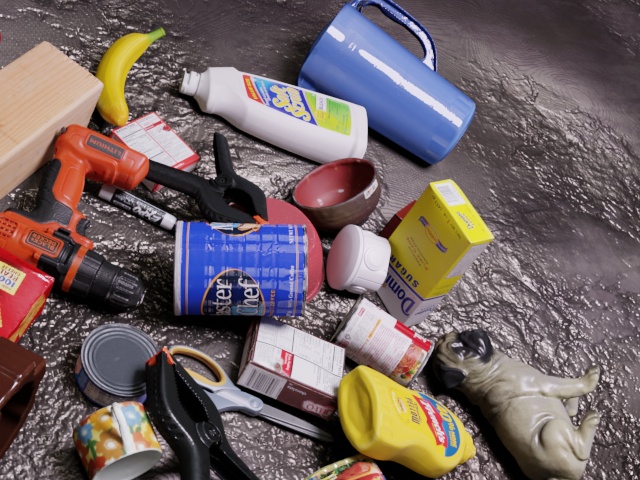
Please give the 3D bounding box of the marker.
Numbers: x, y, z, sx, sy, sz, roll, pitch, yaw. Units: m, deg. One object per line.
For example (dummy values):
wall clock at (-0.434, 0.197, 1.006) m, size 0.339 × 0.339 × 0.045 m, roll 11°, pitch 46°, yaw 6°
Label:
marker at (-0.200, -0.033, 1.242) m, size 0.121 × 0.020 × 0.020 m, roll 27°, pitch 43°, yaw -8°

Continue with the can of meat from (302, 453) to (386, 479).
can of meat at (0.030, 0.271, 1.079) m, size 0.101 × 0.058 × 0.084 m, roll -12°, pitch 56°, yaw -38°

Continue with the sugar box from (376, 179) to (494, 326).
sugar box at (0.125, 0.018, 1.274) m, size 0.048 × 0.176 × 0.093 m, roll -9°, pitch 57°, yaw -39°

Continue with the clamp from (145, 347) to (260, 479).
clamp at (-0.118, 0.197, 1.015) m, size 0.210 × 0.036 × 0.164 m, roll 57°, pitch 17°, yaw 16°

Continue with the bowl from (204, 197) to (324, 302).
bowl at (-0.058, 0.002, 1.269) m, size 0.162 × 0.055 × 0.162 m, roll 16°, pitch 46°, yaw -17°

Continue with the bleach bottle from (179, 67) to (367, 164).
bleach bottle at (-0.064, -0.168, 1.415) m, size 0.250 × 0.068 × 0.102 m, roll 16°, pitch 45°, yaw -15°

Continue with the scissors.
scissors at (-0.085, 0.182, 1.118) m, size 0.202 × 0.016 × 0.096 m, roll 34°, pitch 41°, yaw 2°

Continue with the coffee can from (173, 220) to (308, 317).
coffee can at (-0.087, 0.031, 1.160) m, size 0.140 × 0.103 × 0.103 m, roll 1°, pitch 49°, yaw -5°

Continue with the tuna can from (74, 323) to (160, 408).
tuna can at (-0.205, 0.129, 1.082) m, size 0.086 × 0.034 × 0.086 m, roll 16°, pitch 46°, yaw -18°

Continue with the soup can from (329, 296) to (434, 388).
soup can at (0.070, 0.119, 1.230) m, size 0.102 × 0.069 × 0.068 m, roll 34°, pitch 43°, yaw 1°

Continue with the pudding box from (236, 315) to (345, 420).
pudding box at (-0.030, 0.137, 1.168) m, size 0.113 × 0.039 × 0.090 m, roll 25°, pitch 31°, yaw -12°

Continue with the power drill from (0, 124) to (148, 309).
power drill at (-0.253, -0.027, 1.161) m, size 0.184 × 0.057 × 0.187 m, roll 25°, pitch 51°, yaw -9°

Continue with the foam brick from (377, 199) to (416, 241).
foam brick at (0.125, -0.003, 1.386) m, size 0.078 × 0.051 × 0.052 m, roll 44°, pitch 43°, yaw 11°

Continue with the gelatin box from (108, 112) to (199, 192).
gelatin box at (-0.205, -0.109, 1.300) m, size 0.089 × 0.030 × 0.073 m, roll 45°, pitch 45°, yaw 11°

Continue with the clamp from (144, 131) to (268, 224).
clamp at (-0.127, -0.058, 1.235) m, size 0.120 × 0.039 × 0.172 m, roll -22°, pitch 52°, yaw -24°

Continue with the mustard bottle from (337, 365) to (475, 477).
mustard bottle at (0.104, 0.206, 1.155) m, size 0.191 × 0.058 × 0.096 m, roll 28°, pitch 31°, yaw -38°

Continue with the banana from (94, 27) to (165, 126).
banana at (-0.252, -0.207, 1.338) m, size 0.037 × 0.070 × 0.197 m, roll 55°, pitch 31°, yaw -38°

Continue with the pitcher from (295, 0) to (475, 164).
pitcher at (0.099, -0.225, 1.507) m, size 0.243 × 0.149 × 0.144 m, roll 34°, pitch 38°, yaw -5°

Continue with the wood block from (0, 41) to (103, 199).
wood block at (-0.346, -0.127, 1.188) m, size 0.091 × 0.090 × 0.205 m, roll 37°, pitch 43°, yaw 2°
